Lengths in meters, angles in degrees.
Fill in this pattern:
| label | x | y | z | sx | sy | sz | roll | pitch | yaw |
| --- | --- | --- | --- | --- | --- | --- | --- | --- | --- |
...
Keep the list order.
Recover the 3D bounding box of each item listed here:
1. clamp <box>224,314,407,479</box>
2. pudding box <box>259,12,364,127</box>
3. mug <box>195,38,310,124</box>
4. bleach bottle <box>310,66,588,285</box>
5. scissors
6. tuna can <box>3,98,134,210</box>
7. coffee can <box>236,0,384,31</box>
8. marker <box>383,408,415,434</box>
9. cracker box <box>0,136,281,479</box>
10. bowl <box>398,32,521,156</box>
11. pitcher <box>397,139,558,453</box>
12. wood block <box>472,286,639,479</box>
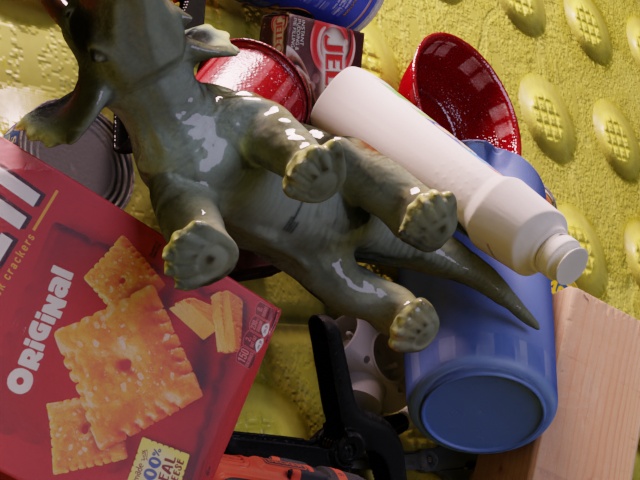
| label | x | y | z | sx | sy | sz | roll | pitch | yaw |
| --- | --- | --- | --- | --- | --- | --- | --- | --- | --- |
| clamp | 0.002 | 0.151 | 0.768 | 0.120 | 0.039 | 0.171 | -38 | 112 | -15 |
| pudding box | -0.010 | -0.121 | 0.864 | 0.089 | 0.039 | 0.113 | 2 | 96 | -46 |
| mug | -0.056 | -0.078 | 0.774 | 0.117 | 0.093 | 0.081 | 44 | 40 | -11 |
| bleach bottle | 0.098 | -0.041 | 0.777 | 0.102 | 0.068 | 0.251 | 33 | 6 | -47 |
| scissors | 0.096 | 0.198 | 0.874 | 0.201 | 0.016 | 0.096 | -11 | 80 | -49 |
| tuna can | -0.165 | -0.047 | 0.694 | 0.086 | 0.034 | 0.086 | 22 | 57 | -39 |
| coffee can | -0.024 | -0.234 | 0.881 | 0.140 | 0.103 | 0.103 | 12 | 64 | -43 |
| marker | 0.086 | 0.143 | 0.886 | 0.120 | 0.020 | 0.020 | -10 | 80 | -49 |
| cracker box | -0.145 | 0.059 | 0.589 | 0.213 | 0.072 | 0.164 | 33 | 58 | -16 |
| bowl | 0.122 | -0.114 | 1.019 | 0.161 | 0.055 | 0.162 | 22 | 57 | -39 |
| pitcher | 0.123 | 0.052 | 0.853 | 0.149 | 0.145 | 0.242 | 37 | 35 | -25 |
| wood block | 0.190 | 0.154 | 0.846 | 0.090 | 0.090 | 0.206 | 27 | 61 | -13 |
